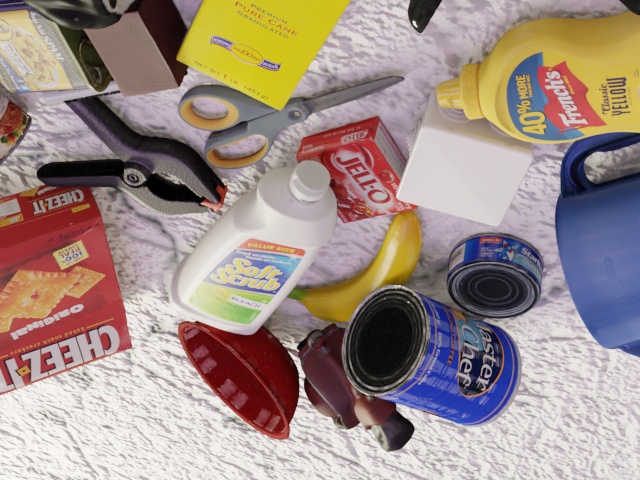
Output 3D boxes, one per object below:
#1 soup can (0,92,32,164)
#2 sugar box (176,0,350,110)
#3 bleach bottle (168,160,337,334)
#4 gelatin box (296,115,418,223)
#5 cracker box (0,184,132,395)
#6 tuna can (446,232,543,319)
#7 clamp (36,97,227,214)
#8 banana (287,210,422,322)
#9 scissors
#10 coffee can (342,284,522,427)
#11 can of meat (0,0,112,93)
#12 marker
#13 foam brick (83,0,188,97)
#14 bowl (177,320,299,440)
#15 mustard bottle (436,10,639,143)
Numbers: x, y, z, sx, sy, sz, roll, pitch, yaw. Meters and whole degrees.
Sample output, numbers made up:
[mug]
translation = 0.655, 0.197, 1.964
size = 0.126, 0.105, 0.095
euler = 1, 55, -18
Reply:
[soup can]
translation = -0.307, -0.112, 0.907
size = 0.069, 0.068, 0.102
euler = -22, 128, 37
[sugar box]
translation = -0.029, -0.178, 0.759
size = 0.093, 0.048, 0.176
euler = 24, 141, -12
[bleach bottle]
translation = -0.056, 0.001, 0.944
size = 0.102, 0.068, 0.251
euler = 22, 147, -10
[gelatin box]
translation = 0.033, -0.057, 0.896
size = 0.073, 0.030, 0.089
euler = -11, 135, 29
[cracker box]
translation = -0.280, 0.051, 1.034
size = 0.164, 0.072, 0.214
euler = -19, 142, -15
[tuna can]
translation = 0.157, 0.033, 0.964
size = 0.086, 0.033, 0.086
euler = 9, 141, 7
[clamp]
translation = -0.170, -0.062, 0.947
size = 0.171, 0.039, 0.120
euler = 30, 138, -13
[banana]
translation = 0.042, 0.035, 0.999
size = 0.069, 0.037, 0.198
euler = 31, 138, -23
[scissors]
translation = -0.037, -0.114, 0.861
size = 0.096, 0.016, 0.202
euler = 38, 135, -26
[coffee can]
translation = 0.104, 0.109, 0.987
size = 0.103, 0.103, 0.140
euler = -25, 145, 38
[can of meat]
translation = -0.218, -0.162, 0.829
size = 0.084, 0.057, 0.102
euler = -1, 139, 21
[marker]
translation = -0.166, -0.128, 0.866
size = 0.121, 0.020, 0.020
euler = -8, 137, 10
[foam brick]
translation = -0.138, -0.157, 0.813
size = 0.053, 0.051, 0.078
euler = -4, 138, 20
[bowl]
translation = -0.073, 0.129, 1.105
size = 0.162, 0.055, 0.162
euler = 38, 154, 21
[mustard bottle]
translation = 0.178, -0.114, 0.760
size = 0.192, 0.058, 0.096
euler = -3, 136, 22
